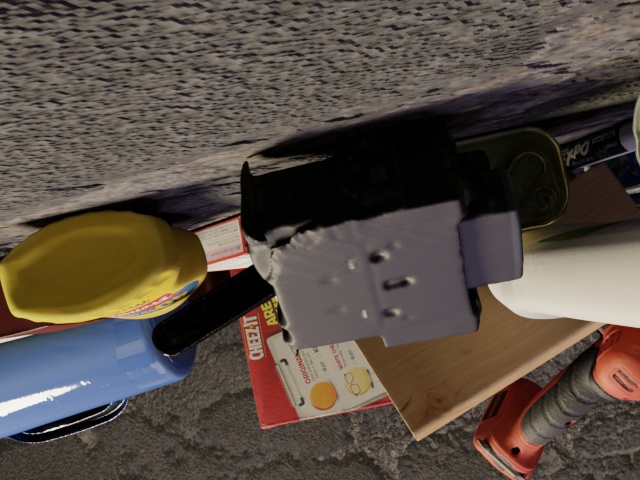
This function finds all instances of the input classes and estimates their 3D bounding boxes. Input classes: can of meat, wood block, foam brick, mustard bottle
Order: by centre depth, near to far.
[{"bbox_3d":[0.090,-0.028,0.639,0.102,0.057,0.084,-12,177,3],"label":"can of meat"},{"bbox_3d":[-0.123,0.020,0.674,0.096,0.058,0.191,-19,175,4],"label":"mustard bottle"},{"bbox_3d":[-0.189,0.037,0.738,0.051,0.053,0.078,-13,174,22],"label":"foam brick"},{"bbox_3d":[0.130,0.046,0.741,0.206,0.091,0.090,-32,166,-1],"label":"wood block"}]

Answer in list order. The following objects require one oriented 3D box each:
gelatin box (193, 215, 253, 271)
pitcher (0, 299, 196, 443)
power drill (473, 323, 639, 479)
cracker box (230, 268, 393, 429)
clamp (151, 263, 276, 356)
[{"bbox_3d":[-0.055,0.001,0.783,0.073,0.030,0.089,-5,172,-43],"label":"gelatin box"},{"bbox_3d":[-0.238,0.109,0.985,0.243,0.145,0.149,-16,175,15],"label":"pitcher"},{"bbox_3d":[0.211,0.098,0.854,0.188,0.057,0.184,-51,177,35],"label":"power drill"},{"bbox_3d":[0.040,0.064,0.943,0.214,0.164,0.072,-13,173,9],"label":"cracker box"},{"bbox_3d":[0.000,-0.001,0.700,0.209,0.036,0.165,-25,167,-36],"label":"clamp"}]
